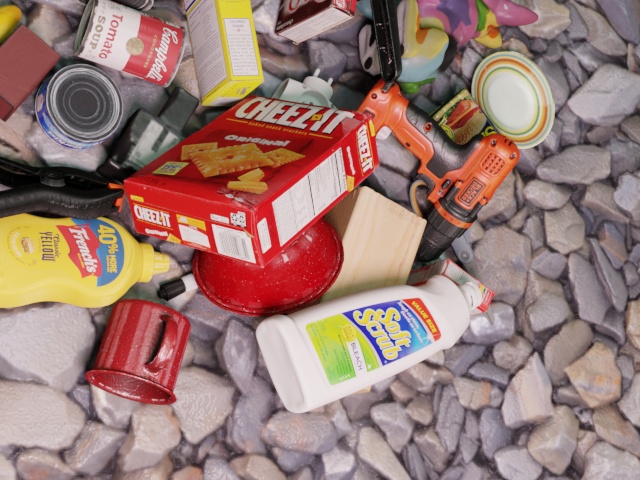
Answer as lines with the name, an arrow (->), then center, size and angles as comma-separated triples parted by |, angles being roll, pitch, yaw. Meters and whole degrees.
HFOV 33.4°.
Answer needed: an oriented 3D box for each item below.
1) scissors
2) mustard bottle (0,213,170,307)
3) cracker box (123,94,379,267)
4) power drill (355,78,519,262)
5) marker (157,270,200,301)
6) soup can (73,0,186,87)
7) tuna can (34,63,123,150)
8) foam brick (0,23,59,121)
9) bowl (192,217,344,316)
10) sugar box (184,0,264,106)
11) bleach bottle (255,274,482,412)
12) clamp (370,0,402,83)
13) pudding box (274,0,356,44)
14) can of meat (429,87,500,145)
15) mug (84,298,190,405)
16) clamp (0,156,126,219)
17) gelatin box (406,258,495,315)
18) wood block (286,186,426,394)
scissors -> 0.185, 0.000, 1.279 | 0.202, 0.096, 0.016 | 53, 24, -6
mustard bottle -> -0.243, 0.020, 1.061 | 0.191, 0.058, 0.096 | 3, 57, -28
cracker box -> -0.066, -0.070, 1.084 | 0.213, 0.164, 0.072 | -42, 135, -41
power drill -> 0.108, -0.084, 1.230 | 0.187, 0.185, 0.057 | 34, 28, -2
marker -> -0.120, 0.037, 1.145 | 0.120, 0.020, 0.020 | -23, 90, -29
soup can -> -0.201, -0.211, 1.129 | 0.102, 0.069, 0.068 | 17, 72, -23
tuna can -> -0.249, -0.138, 1.104 | 0.086, 0.034, 0.086 | 6, 78, -31
foam brick -> -0.309, -0.169, 1.073 | 0.051, 0.053, 0.078 | 40, 64, -14
bowl -> -0.057, 0.001, 1.110 | 0.162, 0.055, 0.162 | -3, 46, 3
sugar box -> -0.110, -0.243, 1.168 | 0.048, 0.093, 0.176 | -3, 81, -28
bleach bottle -> 0.063, 0.088, 1.099 | 0.250, 0.068, 0.102 | -20, 88, -31
clamp -> 0.050, -0.299, 1.165 | 0.164, 0.036, 0.210 | 31, 64, -36
pudding box -> -0.001, -0.284, 1.220 | 0.039, 0.114, 0.090 | 21, 70, -31
can of meat -> 0.166, -0.125, 1.305 | 0.102, 0.058, 0.084 | -42, 97, -27
mug -> -0.171, 0.106, 1.051 | 0.093, 0.117, 0.081 | 24, 64, -22
clamp -> -0.280, -0.056, 1.057 | 0.171, 0.039, 0.120 | 3, 36, -44
gelatin box -> 0.146, 0.058, 1.235 | 0.073, 0.089, 0.030 | 35, 64, -17
wood block -> 0.030, 0.057, 1.176 | 0.090, 0.091, 0.206 | 28, 68, -19
